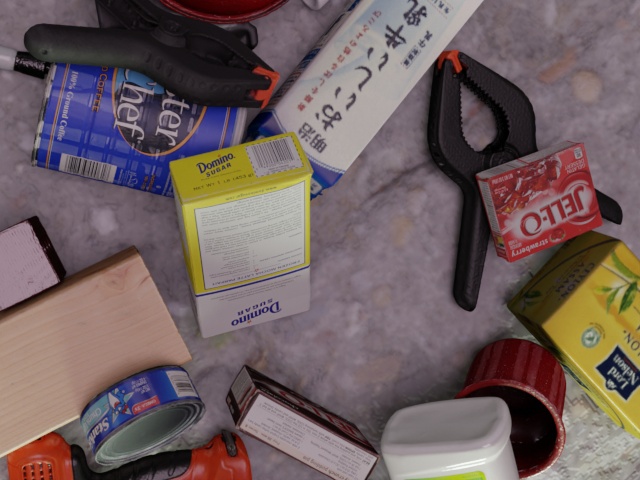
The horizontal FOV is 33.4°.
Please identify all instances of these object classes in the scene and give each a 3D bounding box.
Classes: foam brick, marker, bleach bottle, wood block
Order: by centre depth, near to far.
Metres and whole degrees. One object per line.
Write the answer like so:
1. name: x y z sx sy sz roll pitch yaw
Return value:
1. foam brick: -0.225 0.016 0.793 0.051 0.078 0.053 -26 98 -8
2. wood block: -0.211 0.090 0.795 0.206 0.090 0.091 -27 99 -9
3. marker: -0.262 -0.143 0.804 0.121 0.020 0.020 12 91 -12
4. bleach bottle: 0.127 0.246 0.844 0.103 0.068 0.251 -10 113 23

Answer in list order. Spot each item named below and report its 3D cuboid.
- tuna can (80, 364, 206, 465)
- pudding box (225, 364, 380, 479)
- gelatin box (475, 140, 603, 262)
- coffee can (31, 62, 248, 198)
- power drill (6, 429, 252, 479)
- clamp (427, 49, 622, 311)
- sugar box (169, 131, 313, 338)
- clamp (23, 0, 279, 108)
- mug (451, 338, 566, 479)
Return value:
1. tuna can: -0.128 0.125 0.767 0.086 0.086 0.034 -27 68 -9
2. pudding box: -0.016 0.146 0.839 0.113 0.090 0.039 28 89 -12
3. gelatin box: 0.178 -0.032 0.862 0.089 0.030 0.073 -20 106 -11
4. coffee can: -0.133 -0.088 0.792 0.140 0.103 0.103 13 91 -12
5. power drill: -0.144 0.229 0.833 0.187 0.057 0.184 -6 104 -13
6. clamp: 0.157 -0.065 0.887 0.164 0.036 0.210 -23 102 -11
7. sugar box: -0.055 0.001 0.787 0.093 0.176 0.048 -14 58 -12
8. clamp: -0.116 -0.131 0.736 0.171 0.039 0.120 26 45 0
9. mug: 0.148 0.139 0.869 0.093 0.081 0.117 41 120 -3
